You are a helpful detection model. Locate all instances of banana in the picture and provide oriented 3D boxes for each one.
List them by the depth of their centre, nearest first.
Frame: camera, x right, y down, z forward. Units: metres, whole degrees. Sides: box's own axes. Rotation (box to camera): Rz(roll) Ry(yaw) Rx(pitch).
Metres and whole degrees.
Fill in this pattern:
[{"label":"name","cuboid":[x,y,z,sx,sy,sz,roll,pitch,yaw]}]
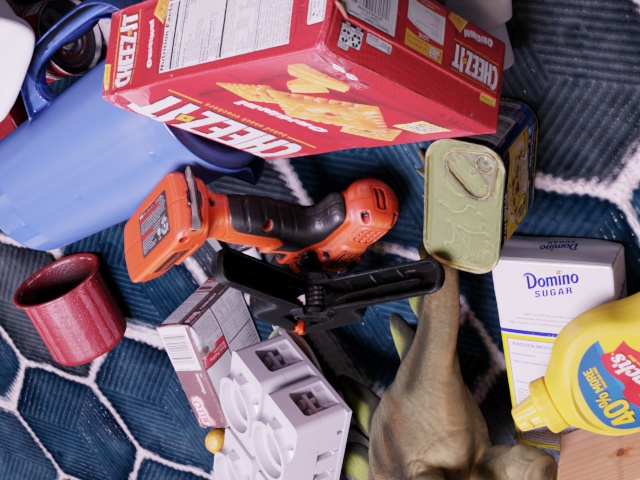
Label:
[{"label":"banana","cuboid":[-0.081,0.221,1.064,0.037,0.069,0.198,18,146,14]}]

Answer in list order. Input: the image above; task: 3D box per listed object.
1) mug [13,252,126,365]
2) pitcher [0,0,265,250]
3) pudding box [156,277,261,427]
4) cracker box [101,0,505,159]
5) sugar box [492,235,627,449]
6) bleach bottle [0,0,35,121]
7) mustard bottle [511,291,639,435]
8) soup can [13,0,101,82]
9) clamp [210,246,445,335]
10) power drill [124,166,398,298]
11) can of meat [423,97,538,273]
[{"label":"mug","cuboid":[-0.252,0.068,1.079,0.117,0.093,0.081,28,146,57]},{"label":"pitcher","cuboid":[-0.174,-0.086,0.869,0.243,0.144,0.149,-23,72,35]},{"label":"pudding box","cuboid":[-0.095,0.103,0.991,0.039,0.089,0.113,-4,117,31]},{"label":"cracker box","cuboid":[-0.014,-0.110,0.699,0.214,0.163,0.072,-3,75,44]},{"label":"sugar box","cuboid":[0.190,0.082,0.823,0.093,0.048,0.176,4,119,28]},{"label":"bleach bottle","cuboid":[-0.314,-0.205,0.879,0.251,0.067,0.103,54,128,36]},{"label":"mustard bottle","cuboid":[0.221,0.084,0.747,0.192,0.058,0.096,-31,111,18]},{"label":"soup can","cuboid":[-0.249,-0.168,0.921,0.102,0.068,0.068,-6,117,36]},{"label":"clamp","cuboid":[0.005,0.043,0.826,0.164,0.036,0.210,2,165,0]},{"label":"power drill","cuboid":[-0.056,0.001,0.849,0.185,0.187,0.057,-42,53,49]},{"label":"can of meat","cuboid":[0.116,-0.042,0.759,0.058,0.083,0.102,14,127,25]}]
